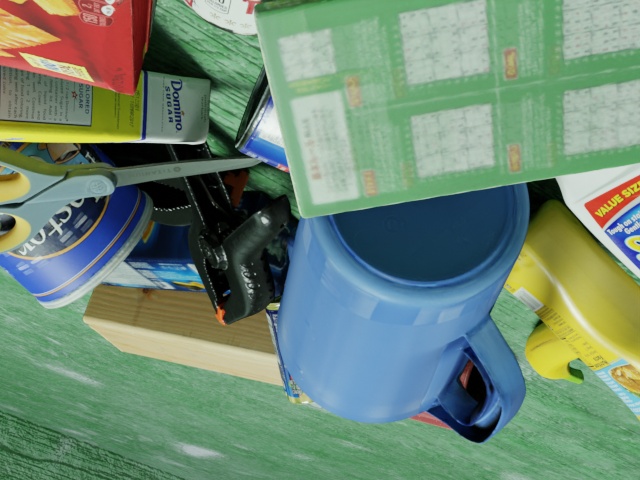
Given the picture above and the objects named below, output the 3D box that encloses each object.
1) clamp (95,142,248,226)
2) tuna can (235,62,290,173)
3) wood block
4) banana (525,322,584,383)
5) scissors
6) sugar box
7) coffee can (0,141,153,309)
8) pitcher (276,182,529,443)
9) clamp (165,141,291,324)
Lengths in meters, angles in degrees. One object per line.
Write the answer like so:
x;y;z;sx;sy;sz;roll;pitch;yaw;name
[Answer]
-0.155;-0.052;0.775;0.210;0.036;0.164;3;149;27;clamp
-0.011;-0.077;0.520;0.033;0.086;0.086;23;160;-10;tuna can
-0.090;0.063;0.949;0.206;0.090;0.090;9;158;21;wood block
0.204;0.078;0.834;0.069;0.037;0.198;1;163;-7;banana
-0.140;-0.023;0.629;0.201;0.016;0.096;3;140;-15;scissors
-0.148;-0.076;0.587;0.093;0.048;0.175;5;-177;30;sugar box
-0.193;-0.039;0.693;0.103;0.102;0.140;-8;133;49;coffee can
0.049;0.027;0.611;0.149;0.145;0.243;6;161;-1;pitcher
-0.055;0.001;0.696;0.120;0.039;0.171;45;155;41;clamp
